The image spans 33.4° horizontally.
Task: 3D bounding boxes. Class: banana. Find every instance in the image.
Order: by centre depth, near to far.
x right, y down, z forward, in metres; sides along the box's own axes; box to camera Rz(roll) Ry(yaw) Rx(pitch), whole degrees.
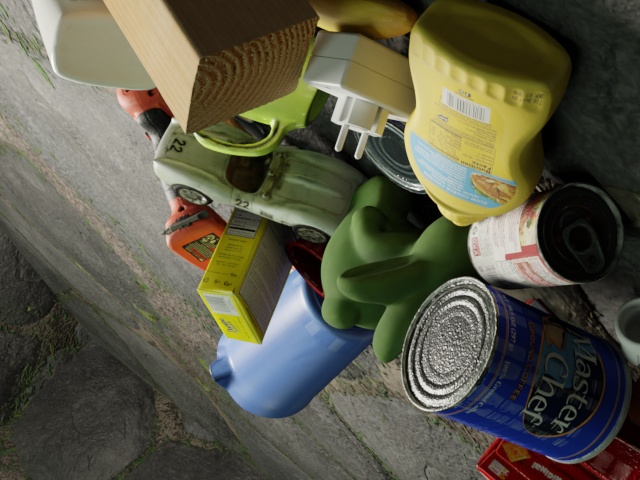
[{"bbox_3d":[-0.017,-0.189,0.747,0.198,0.037,0.070,39,162,13],"label":"banana"}]

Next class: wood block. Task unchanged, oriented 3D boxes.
[{"bbox_3d":[-0.098,-0.188,0.722,0.206,0.090,0.090,57,156,17],"label":"wood block"}]

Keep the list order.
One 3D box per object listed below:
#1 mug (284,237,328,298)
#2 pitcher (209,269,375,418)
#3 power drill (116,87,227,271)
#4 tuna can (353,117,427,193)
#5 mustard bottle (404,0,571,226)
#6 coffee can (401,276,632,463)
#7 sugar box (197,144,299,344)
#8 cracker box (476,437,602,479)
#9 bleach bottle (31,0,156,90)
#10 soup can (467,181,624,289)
[{"bbox_3d":[0.036,0.015,1.021,0.117,0.081,0.093,38,162,17],"label":"mug"},{"bbox_3d":[-0.007,0.097,1.182,0.145,0.149,0.243,34,145,-7],"label":"pitcher"},{"bbox_3d":[-0.134,-0.065,1.085,0.188,0.057,0.184,68,-169,22],"label":"power drill"},{"bbox_3d":[0.066,-0.077,0.825,0.086,0.033,0.086,39,162,15],"label":"tuna can"},{"bbox_3d":[0.102,-0.067,0.703,0.096,0.058,0.192,27,152,17],"label":"mustard bottle"},{"bbox_3d":[0.146,0.098,0.797,0.140,0.103,0.103,24,173,-28],"label":"coffee can"},{"bbox_3d":[-0.057,0.001,1.037,0.048,0.176,0.093,7,147,20],"label":"sugar box"},{"bbox_3d":[0.248,0.264,1.076,0.164,0.072,0.213,38,174,20],"label":"cracker box"},{"bbox_3d":[-0.207,-0.218,0.959,0.251,0.102,0.068,-120,39,-52],"label":"bleach bottle"},{"bbox_3d":[0.156,-0.001,0.751,0.068,0.068,0.102,47,162,-10],"label":"soup can"}]
